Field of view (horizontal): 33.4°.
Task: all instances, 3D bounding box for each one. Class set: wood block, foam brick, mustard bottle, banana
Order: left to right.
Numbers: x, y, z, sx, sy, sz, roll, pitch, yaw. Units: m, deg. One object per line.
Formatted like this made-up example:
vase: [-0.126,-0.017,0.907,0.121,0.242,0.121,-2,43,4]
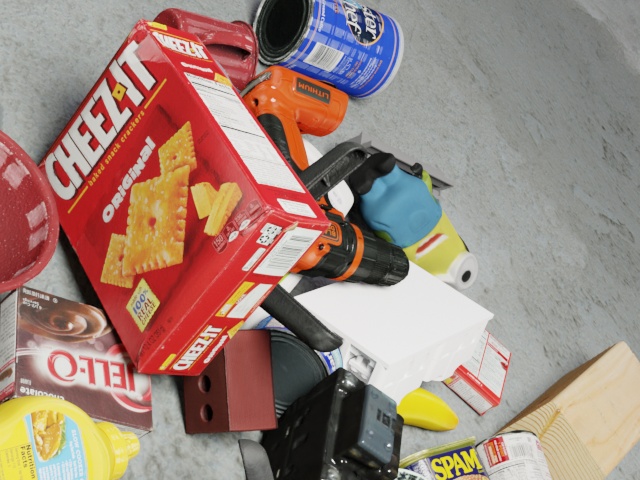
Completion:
mustard bottle: [-0.189,0.147,0.661,0.191,0.058,0.096,-7,90,-51]
foam brick: [-0.071,0.109,0.821,0.051,0.053,0.078,3,80,-48]
banana: [0.056,0.160,0.954,0.197,0.037,0.069,-12,85,-50]
wood block: [0.274,0.189,1.115,0.205,0.091,0.090,-20,73,-53]

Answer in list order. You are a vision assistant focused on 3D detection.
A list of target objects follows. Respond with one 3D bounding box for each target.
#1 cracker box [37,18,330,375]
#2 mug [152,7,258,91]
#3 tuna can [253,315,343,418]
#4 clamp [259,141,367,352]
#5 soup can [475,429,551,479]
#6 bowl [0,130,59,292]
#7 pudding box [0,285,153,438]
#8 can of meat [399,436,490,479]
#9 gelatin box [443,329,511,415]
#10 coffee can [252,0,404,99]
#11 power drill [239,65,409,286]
cracker box: [-0.112,-0.033,0.790,0.072,0.164,0.214,11,37,-51]
mug: [-0.111,-0.175,1.014,0.081,0.117,0.093,8,81,-38]
tuna can: [-0.025,0.102,0.870,0.086,0.086,0.033,48,33,-3]
clamp: [-0.057,-0.001,0.830,0.036,0.210,0.164,40,60,-52]
soup can: [0.185,0.236,0.993,0.068,0.069,0.102,18,45,-37]
bowl: [-0.267,-0.020,0.743,0.162,0.055,0.162,29,40,-28]
pudding box: [-0.174,0.090,0.757,0.113,0.039,0.090,21,44,-36]
can of meat: [0.110,0.225,0.932,0.101,0.058,0.084,-1,61,-49]
gelatin box: [0.156,0.125,1.098,0.073,0.030,0.089,42,35,-10]
coffee can: [0.009,-0.226,1.198,0.140,0.103,0.103,14,48,-40]
power drill: [-0.001,-0.053,0.951,0.184,0.057,0.187,18,52,-39]
